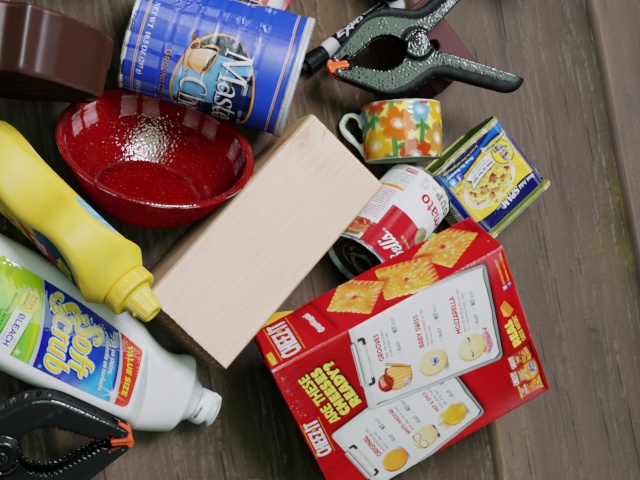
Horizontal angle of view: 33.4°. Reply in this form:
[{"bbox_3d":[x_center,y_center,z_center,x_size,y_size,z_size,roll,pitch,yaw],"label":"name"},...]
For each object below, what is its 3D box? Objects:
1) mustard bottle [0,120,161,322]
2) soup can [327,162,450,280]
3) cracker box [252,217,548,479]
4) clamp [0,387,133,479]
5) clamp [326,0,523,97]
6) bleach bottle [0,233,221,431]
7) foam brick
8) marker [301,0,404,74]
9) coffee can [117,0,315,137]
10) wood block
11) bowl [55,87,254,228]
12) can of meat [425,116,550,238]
[{"bbox_3d":[-0.196,-0.008,0.826,0.192,0.096,0.058,42,75,10],"label":"mustard bottle"},{"bbox_3d":[0.062,-0.013,0.956,0.068,0.069,0.102,47,62,-11],"label":"soup can"},{"bbox_3d":[0.071,0.102,0.912,0.213,0.072,0.164,-28,120,-6],"label":"cracker box"},{"bbox_3d":[-0.254,0.174,0.834,0.209,0.036,0.164,2,104,-14],"label":"clamp"},{"bbox_3d":[0.093,-0.164,0.940,0.171,0.039,0.120,-24,84,2],"label":"clamp"},{"bbox_3d":[-0.192,0.081,0.872,0.250,0.068,0.102,29,82,-18],"label":"bleach bottle"},{"bbox_3d":[0.095,-0.176,0.994,0.053,0.051,0.078,-43,101,-16],"label":"foam brick"},{"bbox_3d":[0.028,-0.191,0.988,0.121,0.020,0.020,-37,99,-18],"label":"marker"},{"bbox_3d":[-0.085,-0.155,0.885,0.140,0.103,0.103,17,81,-4],"label":"coffee can"},{"bbox_3d":[-0.056,0.001,0.910,0.090,0.090,0.206,44,74,-12],"label":"wood block"},{"bbox_3d":[-0.138,-0.059,0.877,0.162,0.055,0.162,12,38,-10],"label":"bowl"},{"bbox_3d":[0.151,-0.054,1.005,0.102,0.058,0.084,-42,98,-18],"label":"can of meat"}]
